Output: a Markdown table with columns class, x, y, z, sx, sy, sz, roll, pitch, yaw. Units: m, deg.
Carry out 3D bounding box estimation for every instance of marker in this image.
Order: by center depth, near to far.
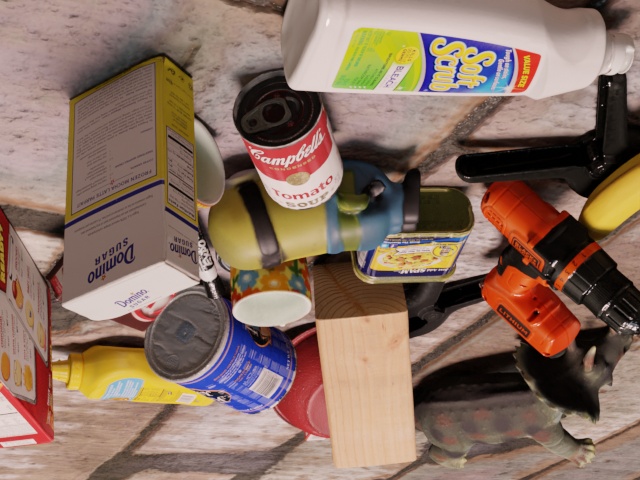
| class | x | y | z | sx | sy | sz | roll | pitch | yaw |
| --- | --- | --- | --- | --- | --- | --- | --- | --- | --- |
| marker | -0.110 | 0.009 | 0.973 | 0.020 | 0.020 | 0.121 | -10 | 131 | 7 |

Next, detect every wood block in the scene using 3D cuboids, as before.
| class | x | y | z | sx | sy | sz | roll | pitch | yaw |
| --- | --- | --- | --- | --- | --- | --- | --- | --- | --- |
| wood block | 0.046 | 0.130 | 1.105 | 0.090 | 0.091 | 0.206 | -6 | 125 | 2 |

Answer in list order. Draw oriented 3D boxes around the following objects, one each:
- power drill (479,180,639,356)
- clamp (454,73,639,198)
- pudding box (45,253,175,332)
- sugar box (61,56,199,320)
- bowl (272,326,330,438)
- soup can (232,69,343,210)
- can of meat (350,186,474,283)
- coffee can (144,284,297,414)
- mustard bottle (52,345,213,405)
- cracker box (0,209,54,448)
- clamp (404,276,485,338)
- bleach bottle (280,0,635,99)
| class | x | y | z | sx | sy | sz | roll | pitch | yaw |
| --- | --- | --- | --- | --- | --- | --- | --- | --- | --- |
| power drill | 0.219 | 0.042 | 0.996 | 0.057 | 0.184 | 0.188 | -37 | 159 | -15 |
| clamp | 0.227 | -0.071 | 0.913 | 0.165 | 0.036 | 0.209 | -28 | 147 | 33 |
| pudding box | -0.179 | 0.028 | 0.977 | 0.090 | 0.039 | 0.113 | -50 | 136 | 10 |
| sugar box | -0.134 | -0.038 | 0.756 | 0.093 | 0.176 | 0.048 | -21 | 148 | 26 |
| bowl | 0.022 | 0.173 | 1.228 | 0.162 | 0.055 | 0.162 | -7 | 122 | -12 |
| soup can | -0.023 | -0.075 | 0.824 | 0.068 | 0.068 | 0.102 | -10 | 152 | 7 |
| can of meat | 0.085 | -0.006 | 0.987 | 0.102 | 0.057 | 0.084 | -1 | 149 | -10 |
| coffee can | -0.103 | 0.118 | 1.129 | 0.103 | 0.103 | 0.140 | -20 | 149 | 23 |
| mustard bottle | -0.213 | 0.154 | 1.221 | 0.191 | 0.058 | 0.096 | 6 | 154 | -22 |
| cracker box | -0.298 | 0.074 | 0.946 | 0.072 | 0.164 | 0.214 | -8 | 152 | -1 |
| clamp | 0.128 | 0.066 | 1.147 | 0.120 | 0.039 | 0.172 | 16 | 142 | -27 |
| bleach bottle | 0.105 | -0.142 | 0.734 | 0.250 | 0.068 | 0.103 | 1 | 152 | -18 |
